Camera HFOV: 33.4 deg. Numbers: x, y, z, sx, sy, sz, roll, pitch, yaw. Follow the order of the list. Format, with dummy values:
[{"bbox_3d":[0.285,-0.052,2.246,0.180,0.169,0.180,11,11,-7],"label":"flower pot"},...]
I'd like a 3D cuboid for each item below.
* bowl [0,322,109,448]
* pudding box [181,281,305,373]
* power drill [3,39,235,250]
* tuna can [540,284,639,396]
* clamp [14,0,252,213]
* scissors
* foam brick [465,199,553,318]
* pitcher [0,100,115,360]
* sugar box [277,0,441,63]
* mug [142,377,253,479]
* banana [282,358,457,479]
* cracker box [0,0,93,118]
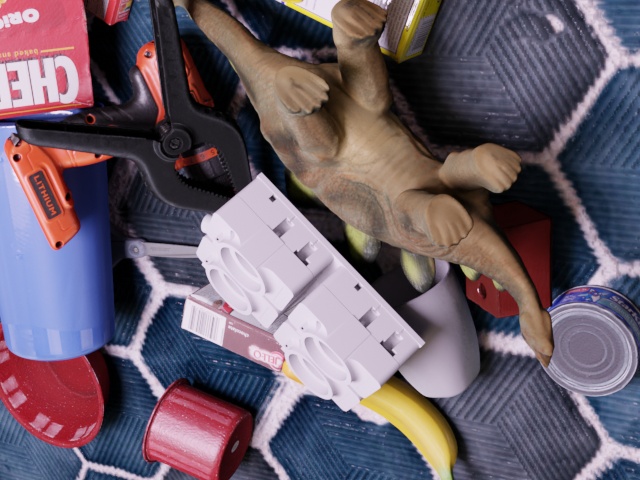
[{"bbox_3d":[-0.288,0.146,1.179,0.162,0.055,0.162,13,117,26],"label":"bowl"},{"bbox_3d":[-0.056,0.070,0.983,0.114,0.089,0.039,24,119,21],"label":"pudding box"},{"bbox_3d":[-0.168,-0.065,0.945,0.184,0.187,0.057,67,166,-18],"label":"power drill"},{"bbox_3d":[0.217,0.081,0.858,0.086,0.033,0.086,13,117,26],"label":"tuna can"},{"bbox_3d":[-0.122,-0.097,0.893,0.209,0.036,0.165,35,101,-31],"label":"clamp"},{"bbox_3d":[-0.196,-0.009,1.078,0.202,0.016,0.096,-14,104,35],"label":"scissors"},{"bbox_3d":[0.148,0.014,0.845,0.053,0.051,0.078,-143,43,-60],"label":"foam brick"},{"bbox_3d":[-0.274,-0.013,1.036,0.149,0.144,0.243,29,126,59],"label":"pitcher"},{"bbox_3d":[0.012,-0.220,0.838,0.176,0.048,0.093,32,122,19],"label":"sugar box"},{"bbox_3d":[-0.120,0.203,1.092,0.081,0.093,0.117,20,151,17],"label":"mug"},{"bbox_3d":[0.055,0.147,0.952,0.197,0.069,0.037,37,121,-9],"label":"banana"},{"bbox_3d":[-0.287,-0.209,0.909,0.072,0.164,0.214,-119,24,-51],"label":"cracker box"}]
